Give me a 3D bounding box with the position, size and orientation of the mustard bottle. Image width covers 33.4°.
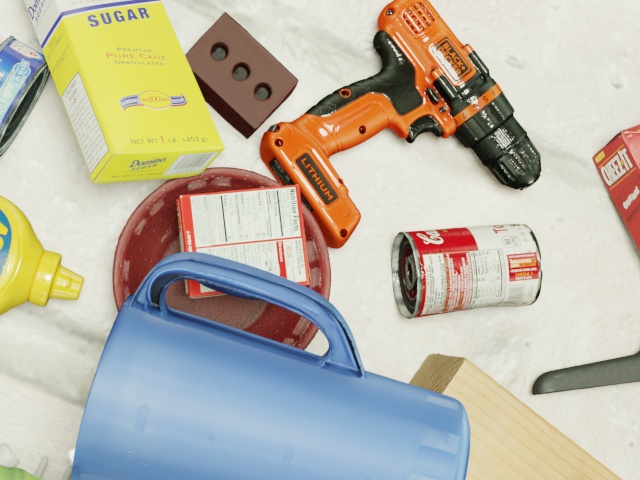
[{"bbox_3d":[-0.264,0.007,0.764,0.191,0.058,0.096,18,78,-10],"label":"mustard bottle"}]

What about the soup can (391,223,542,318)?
[{"bbox_3d":[0.113,0.023,0.833,0.102,0.068,0.068,-4,87,-12],"label":"soup can"}]

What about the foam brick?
[{"bbox_3d":[-0.064,-0.124,0.816,0.078,0.051,0.053,42,80,-6],"label":"foam brick"}]

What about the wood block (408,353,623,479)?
[{"bbox_3d":[0.152,0.184,0.819,0.206,0.091,0.090,38,80,-6],"label":"wood block"}]

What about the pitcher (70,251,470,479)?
[{"bbox_3d":[-0.029,0.117,0.696,0.243,0.149,0.145,15,54,-2],"label":"pitcher"}]

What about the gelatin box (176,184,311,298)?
[{"bbox_3d":[-0.055,0.001,0.763,0.089,0.030,0.073,-6,86,-12],"label":"gelatin box"}]

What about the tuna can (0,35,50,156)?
[{"bbox_3d":[-0.227,-0.101,0.764,0.033,0.086,0.086,30,81,-10],"label":"tuna can"}]

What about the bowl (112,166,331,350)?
[{"bbox_3d":[-0.075,0.028,0.801,0.162,0.055,0.162,1,86,-11],"label":"bowl"}]

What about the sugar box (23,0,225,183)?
[{"bbox_3d":[-0.143,-0.127,0.758,0.093,0.048,0.176,-8,68,-42],"label":"sugar box"}]

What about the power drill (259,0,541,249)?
[{"bbox_3d":[0.061,-0.077,0.836,0.187,0.057,0.184,-38,90,-14],"label":"power drill"}]
